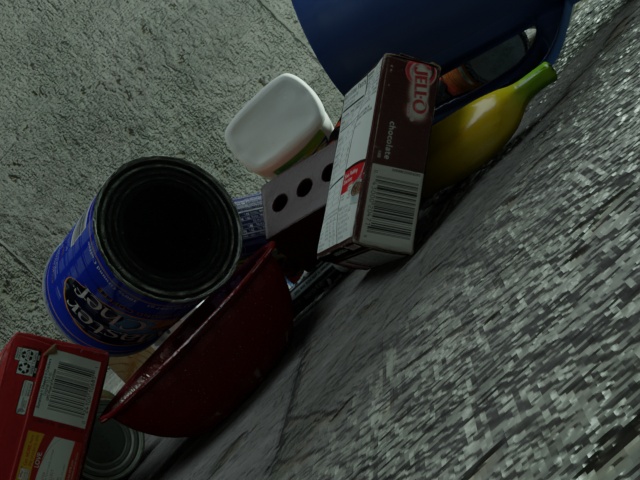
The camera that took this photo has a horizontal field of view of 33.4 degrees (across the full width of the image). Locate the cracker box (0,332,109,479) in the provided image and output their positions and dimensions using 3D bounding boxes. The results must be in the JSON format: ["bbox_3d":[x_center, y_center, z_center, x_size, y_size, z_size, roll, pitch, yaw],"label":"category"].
[{"bbox_3d":[-0.220,0.168,0.737,0.214,0.072,0.164,-36,41,59],"label":"cracker box"}]

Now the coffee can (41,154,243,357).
[{"bbox_3d":[-0.127,0.015,0.745,0.102,0.103,0.141,-49,6,-33],"label":"coffee can"}]

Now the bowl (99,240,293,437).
[{"bbox_3d":[-0.068,0.075,0.695,0.162,0.055,0.162,-45,5,5],"label":"bowl"}]

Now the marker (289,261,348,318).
[{"bbox_3d":[0.001,0.025,0.736,0.121,0.020,0.020,-43,6,34],"label":"marker"}]

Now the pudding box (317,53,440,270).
[{"bbox_3d":[0.033,-0.043,0.629,0.090,0.039,0.113,151,132,-75],"label":"pudding box"}]

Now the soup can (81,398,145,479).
[{"bbox_3d":[-0.187,0.168,0.857,0.068,0.068,0.102,-49,6,-32],"label":"soup can"}]

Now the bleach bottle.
[{"bbox_3d":[-0.022,-0.106,1.144,0.102,0.068,0.250,-41,-10,7],"label":"bleach bottle"}]

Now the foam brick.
[{"bbox_3d":[0.004,-0.025,0.737,0.078,0.051,0.053,-30,46,25],"label":"foam brick"}]

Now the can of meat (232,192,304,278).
[{"bbox_3d":[-0.056,0.001,0.858,0.083,0.057,0.102,-13,-21,-15],"label":"can of meat"}]

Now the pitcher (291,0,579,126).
[{"bbox_3d":[0.110,-0.183,0.725,0.243,0.149,0.145,-23,28,22],"label":"pitcher"}]

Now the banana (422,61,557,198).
[{"bbox_3d":[0.077,-0.052,0.667,0.069,0.037,0.198,-27,-1,-23],"label":"banana"}]
